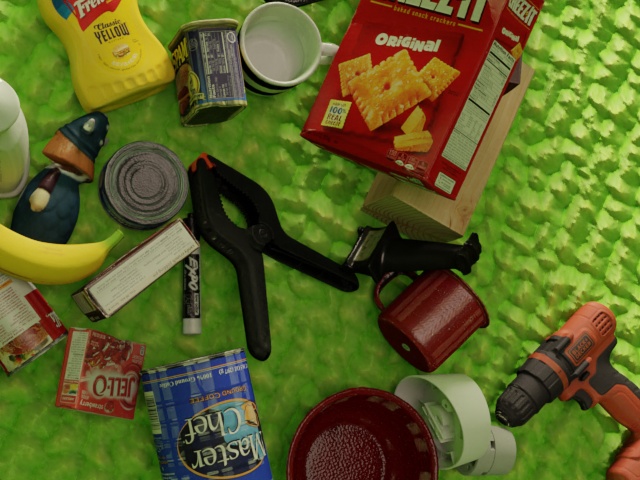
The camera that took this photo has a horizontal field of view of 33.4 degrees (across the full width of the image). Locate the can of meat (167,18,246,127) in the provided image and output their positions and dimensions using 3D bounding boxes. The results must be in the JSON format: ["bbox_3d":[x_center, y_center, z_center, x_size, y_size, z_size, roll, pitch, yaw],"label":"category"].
[{"bbox_3d":[-0.111,-0.163,1.051,0.057,0.102,0.084,-8,87,-19],"label":"can of meat"}]

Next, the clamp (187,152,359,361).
[{"bbox_3d":[-0.057,0.001,1.069,0.164,0.036,0.210,-25,81,-45],"label":"clamp"}]

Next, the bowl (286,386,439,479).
[{"bbox_3d":[0.035,0.228,1.069,0.162,0.055,0.162,3,81,-20],"label":"bowl"}]

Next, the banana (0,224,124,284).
[{"bbox_3d":[-0.272,-0.004,0.940,0.197,0.037,0.069,21,64,-31],"label":"banana"}]

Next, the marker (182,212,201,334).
[{"bbox_3d":[-0.127,0.033,1.059,0.020,0.020,0.121,2,81,-20],"label":"marker"}]

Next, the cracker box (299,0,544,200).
[{"bbox_3d":[0.095,-0.167,1.043,0.072,0.164,0.214,23,92,-54],"label":"cracker box"}]

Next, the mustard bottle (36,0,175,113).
[{"bbox_3d":[-0.222,-0.226,1.043,0.096,0.058,0.191,-24,90,-23],"label":"mustard bottle"}]

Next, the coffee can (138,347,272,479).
[{"bbox_3d":[-0.106,0.180,1.000,0.102,0.103,0.140,-11,86,-21],"label":"coffee can"}]

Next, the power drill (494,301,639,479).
[{"bbox_3d":[0.298,0.187,1.169,0.184,0.057,0.187,-41,97,-20],"label":"power drill"}]

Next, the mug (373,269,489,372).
[{"bbox_3d":[0.105,0.075,1.107,0.081,0.093,0.117,-42,68,-16],"label":"mug"}]

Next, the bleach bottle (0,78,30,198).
[{"bbox_3d":[-0.286,-0.091,0.895,0.102,0.251,0.068,6,80,-19],"label":"bleach bottle"}]

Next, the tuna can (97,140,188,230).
[{"bbox_3d":[-0.173,-0.054,1.048,0.086,0.034,0.086,3,81,-20],"label":"tuna can"}]

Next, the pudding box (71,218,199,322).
[{"bbox_3d":[-0.175,0.029,1.005,0.113,0.090,0.039,-41,97,-20],"label":"pudding box"}]

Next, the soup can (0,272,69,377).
[{"bbox_3d":[-0.286,0.064,0.971,0.068,0.069,0.102,-37,95,-21],"label":"soup can"}]

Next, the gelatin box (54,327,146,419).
[{"bbox_3d":[-0.201,0.125,0.987,0.089,0.030,0.073,31,64,-59],"label":"gelatin box"}]

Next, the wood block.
[{"bbox_3d":[0.136,-0.107,1.138,0.090,0.090,0.206,29,74,-14],"label":"wood block"}]
